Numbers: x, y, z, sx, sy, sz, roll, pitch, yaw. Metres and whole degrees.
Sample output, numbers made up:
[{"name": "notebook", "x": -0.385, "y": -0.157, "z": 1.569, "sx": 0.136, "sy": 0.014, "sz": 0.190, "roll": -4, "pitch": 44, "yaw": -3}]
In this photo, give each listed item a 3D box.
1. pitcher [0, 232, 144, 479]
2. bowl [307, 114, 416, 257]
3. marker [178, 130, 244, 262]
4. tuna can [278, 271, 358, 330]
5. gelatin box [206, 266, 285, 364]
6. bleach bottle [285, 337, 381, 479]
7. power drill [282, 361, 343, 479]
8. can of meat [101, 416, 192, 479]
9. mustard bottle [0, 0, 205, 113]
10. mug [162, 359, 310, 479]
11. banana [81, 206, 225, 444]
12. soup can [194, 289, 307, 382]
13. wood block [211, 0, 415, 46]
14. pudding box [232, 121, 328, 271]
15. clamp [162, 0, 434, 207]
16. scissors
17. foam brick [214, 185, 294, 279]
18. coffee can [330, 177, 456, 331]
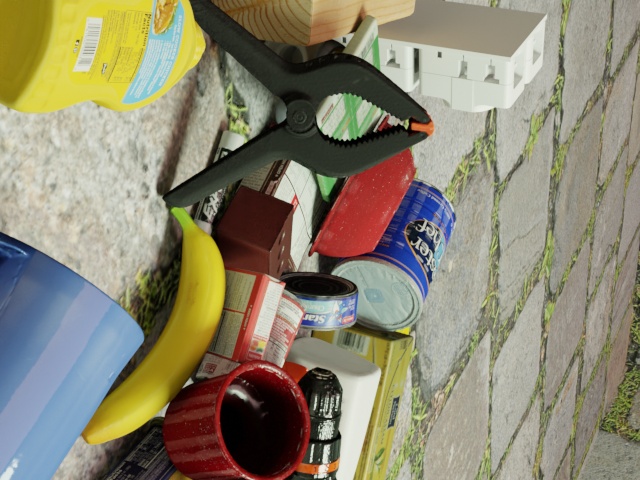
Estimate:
[{"name": "pitcher", "x": -0.211, "y": 0.113, "z": 0.567, "sx": 0.149, "sy": 0.145, "sz": 0.242, "roll": 41, "pitch": 64, "yaw": -28}, {"name": "bowl", "x": 0.050, "y": -0.042, "z": 1.056, "sx": 0.162, "sy": 0.055, "sz": 0.162, "roll": -61, "pitch": 178, "yaw": -4}, {"name": "marker", "x": -0.090, "y": -0.032, "z": 0.880, "sx": 0.020, "sy": 0.020, "sz": 0.121, "roll": 38, "pitch": 68, "yaw": -64}, {"name": "tuna can", "x": -0.006, "y": 0.057, "z": 1.029, "sx": 0.086, "sy": 0.086, "sz": 0.034, "roll": -21, "pitch": 120, "yaw": -61}, {"name": "gelatin box", "x": -0.077, "y": 0.059, "z": 0.872, "sx": 0.030, "sy": 0.089, "sz": 0.073, "roll": 25, "pitch": 78, "yaw": -46}, {"name": "bleach bottle", "x": -0.015, "y": 0.235, "z": 1.113, "sx": 0.068, "sy": 0.103, "sz": 0.251, "roll": -12, "pitch": 120, "yaw": -61}, {"name": "power drill", "x": -0.025, "y": 0.178, "z": 0.972, "sx": 0.188, "sy": 0.057, "sz": 0.184, "roll": -122, "pitch": -140, "yaw": -72}, {"name": "can of meat", "x": -0.134, "y": 0.210, "z": 0.869, "sx": 0.083, "sy": 0.058, "sz": 0.102, "roll": -47, "pitch": 142, "yaw": -44}, {"name": "mustard bottle", "x": -0.131, "y": -0.131, "z": 0.688, "sx": 0.191, "sy": 0.058, "sz": 0.096, "roll": -14, "pitch": 125, "yaw": -63}, {"name": "mug", "x": -0.068, "y": 0.157, "z": 0.828, "sx": 0.093, "sy": 0.082, "sz": 0.117, "roll": 7, "pitch": 71, "yaw": -41}, {"name": "banana", "x": -0.119, "y": 0.073, "z": 0.831, "sx": 0.037, "sy": 0.069, "sz": 0.197, "roll": 134, "pitch": -24, "yaw": -73}, {"name": "soup can", "x": -0.062, "y": 0.094, "z": 0.949, "sx": 0.102, "sy": 0.069, "sz": 0.068, "roll": -67, "pitch": 154, "yaw": -19}, {"name": "wood block", "x": 0.002, "y": -0.225, "z": 0.892, "sx": 0.205, "sy": 0.091, "sz": 0.090, "roll": -33, "pitch": 132, "yaw": -57}, {"name": "pudding box", "x": -0.033, "y": -0.039, "z": 0.979, "sx": 0.113, "sy": 0.039, "sz": 0.090, "roll": 71, "pitch": 37, "yaw": -54}, {"name": "clamp", "x": -0.022, "y": -0.088, "z": 0.809, "sx": 0.036, "sy": 0.210, "sz": 0.165, "roll": -86, "pitch": -171, "yaw": -71}, {"name": "scissors", "x": 0.013, "y": -0.123, "z": 0.947, "sx": 0.096, "sy": 0.016, "sz": 0.201, "roll": -61, "pitch": 162, "yaw": 10}, {"name": "foam brick", "x": -0.056, "y": 0.001, "z": 0.909, "sx": 0.078, "sy": 0.051, "sz": 0.053, "roll": 96, "pitch": 18, "yaw": -57}, {"name": "coffee can", "x": 0.079, "y": 0.013, "z": 1.153, "sx": 0.140, "sy": 0.103, "sz": 0.103, "roll": -62, "pitch": 153, "yaw": -42}]
